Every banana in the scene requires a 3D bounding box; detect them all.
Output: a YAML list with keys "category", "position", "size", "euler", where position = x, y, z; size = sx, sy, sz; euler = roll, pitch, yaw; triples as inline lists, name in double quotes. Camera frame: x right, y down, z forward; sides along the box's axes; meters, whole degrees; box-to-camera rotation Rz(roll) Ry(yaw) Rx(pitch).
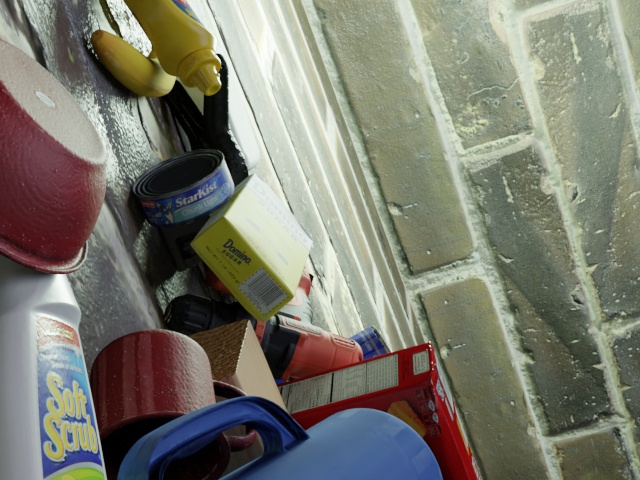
- category: "banana"
  position: [-0.174, -0.169, 1.028]
  size: [0.069, 0.037, 0.197]
  euler: [52, 10, -5]

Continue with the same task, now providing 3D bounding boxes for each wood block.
- category: "wood block"
  position: [-0.065, 0.179, 0.834]
  size: [0.091, 0.090, 0.206]
  euler: [-85, 156, -67]

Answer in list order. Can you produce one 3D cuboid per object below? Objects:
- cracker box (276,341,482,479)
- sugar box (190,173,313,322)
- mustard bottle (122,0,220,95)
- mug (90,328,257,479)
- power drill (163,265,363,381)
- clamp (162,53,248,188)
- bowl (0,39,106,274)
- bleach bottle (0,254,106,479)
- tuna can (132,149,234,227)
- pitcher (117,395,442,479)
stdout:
- category: "cracker box"
  position: [0.021, 0.198, 0.925]
  size: [0.072, 0.214, 0.164]
  euler: [-82, 153, -66]
- category: "sugar box"
  position: [-0.056, 0.001, 0.964]
  size: [0.093, 0.048, 0.176]
  euler: [50, 16, -10]
- category: "mustard bottle"
  position: [-0.148, -0.214, 1.015]
  size: [0.192, 0.058, 0.096]
  euler: [57, 5, 20]
- category: "mug"
  position: [-0.098, 0.114, 0.703]
  size: [0.081, 0.117, 0.093]
  euler: [-104, -157, -48]
- category: "power drill"
  position: [-0.062, 0.064, 0.999]
  size: [0.184, 0.057, 0.188]
  euler: [21, 17, -18]
- category: "clamp"
  position: [-0.118, -0.103, 1.102]
  size: [0.120, 0.039, 0.171]
  euler: [8, -71, 59]
- category: "bowl"
  position: [-0.170, -0.060, 0.589]
  size: [0.162, 0.055, 0.162]
  euler: [48, 11, -12]
- category: "bleach bottle"
  position: [-0.156, 0.087, 0.552]
  size: [0.102, 0.068, 0.251]
  euler: [52, 19, -57]
- category: "tuna can"
  position: [-0.120, -0.046, 0.944]
  size: [0.086, 0.086, 0.034]
  euler: [-90, 162, -62]
- category: "pitcher"
  position: [-0.023, 0.179, 0.645]
  size: [0.242, 0.145, 0.149]
  euler: [-22, 138, -57]
